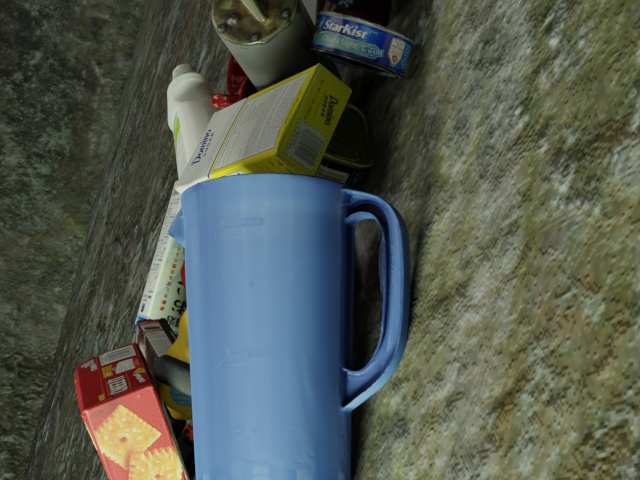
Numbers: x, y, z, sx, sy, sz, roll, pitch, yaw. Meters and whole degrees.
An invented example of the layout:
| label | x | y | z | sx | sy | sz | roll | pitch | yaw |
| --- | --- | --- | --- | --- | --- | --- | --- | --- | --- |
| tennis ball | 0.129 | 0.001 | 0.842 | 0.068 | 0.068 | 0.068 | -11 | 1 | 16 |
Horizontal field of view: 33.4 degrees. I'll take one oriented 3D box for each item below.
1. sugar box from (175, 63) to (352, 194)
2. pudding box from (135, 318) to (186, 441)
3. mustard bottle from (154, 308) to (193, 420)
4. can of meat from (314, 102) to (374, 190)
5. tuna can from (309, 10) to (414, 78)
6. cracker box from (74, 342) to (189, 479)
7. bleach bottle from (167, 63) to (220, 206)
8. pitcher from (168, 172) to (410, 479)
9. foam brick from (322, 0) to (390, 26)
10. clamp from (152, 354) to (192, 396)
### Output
| label | x | y | z | sx | sy | sz | roll | pitch | yaw |
| --- | --- | --- | --- | --- | --- | --- | --- | --- | --- |
| sugar box | -0.053 | -0.085 | 0.928 | 0.177 | 0.048 | 0.093 | -15 | 46 | 57 |
| pudding box | -0.176 | 0.155 | 1.174 | 0.090 | 0.039 | 0.113 | 43 | 131 | 54 |
| mustard bottle | -0.113 | 0.126 | 1.067 | 0.192 | 0.096 | 0.058 | -57 | 43 | 44 |
| can of meat | 0.003 | -0.068 | 0.960 | 0.102 | 0.057 | 0.084 | -96 | 27 | -51 |
| tuna can | 0.034 | -0.165 | 0.905 | 0.086 | 0.086 | 0.034 | -147 | 73 | -72 |
| cracker box | -0.163 | 0.220 | 0.998 | 0.164 | 0.072 | 0.214 | -152 | 44 | -73 |
| bleach bottle | -0.133 | -0.108 | 1.189 | 0.103 | 0.068 | 0.251 | 110 | 152 | -48 |
| pitcher | -0.026 | 0.078 | 0.770 | 0.149 | 0.144 | 0.243 | 153 | 118 | -61 |
| foam brick | 0.036 | -0.236 | 1.022 | 0.053 | 0.051 | 0.078 | 141 | 142 | -62 |
| clamp | -0.060 | 0.136 | 0.932 | 0.172 | 0.120 | 0.039 | 29 | 119 | 51 |
